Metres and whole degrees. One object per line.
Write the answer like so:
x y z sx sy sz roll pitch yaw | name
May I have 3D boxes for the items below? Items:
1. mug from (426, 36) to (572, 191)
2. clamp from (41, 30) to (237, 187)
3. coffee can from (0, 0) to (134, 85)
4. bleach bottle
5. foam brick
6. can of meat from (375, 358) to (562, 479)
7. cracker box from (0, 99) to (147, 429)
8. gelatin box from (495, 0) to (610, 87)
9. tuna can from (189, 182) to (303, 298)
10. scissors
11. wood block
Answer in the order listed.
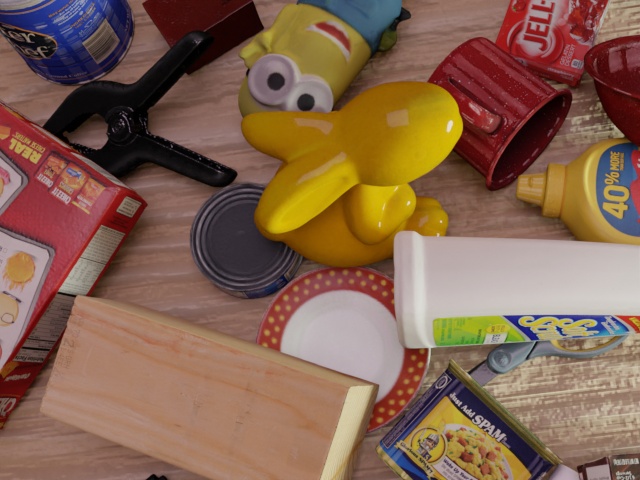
0.121 -0.097 0.789 0.081 0.117 0.093 43 112 21 | mug
-0.144 -0.083 0.844 0.172 0.039 0.120 -18 85 22 | clamp
-0.216 -0.198 0.843 0.103 0.140 0.103 -2 74 6 | coffee can
0.177 0.034 0.729 0.251 0.102 0.068 -2 67 6 | bleach bottle
-0.095 -0.183 0.871 0.078 0.051 0.053 -31 74 -2 | foam brick
0.101 0.147 0.741 0.102 0.057 0.084 43 90 7 | can of meat
-0.257 0.012 0.812 0.164 0.072 0.214 33 91 16 | cracker box
0.183 -0.173 0.843 0.073 0.030 0.089 20 77 12 | gelatin box
-0.055 0.001 0.822 0.086 0.033 0.086 -2 74 7 | tuna can
0.133 0.068 0.789 0.202 0.016 0.096 -19 71 1 | scissors
-0.076 0.112 0.747 0.206 0.090 0.090 17 87 18 | wood block
